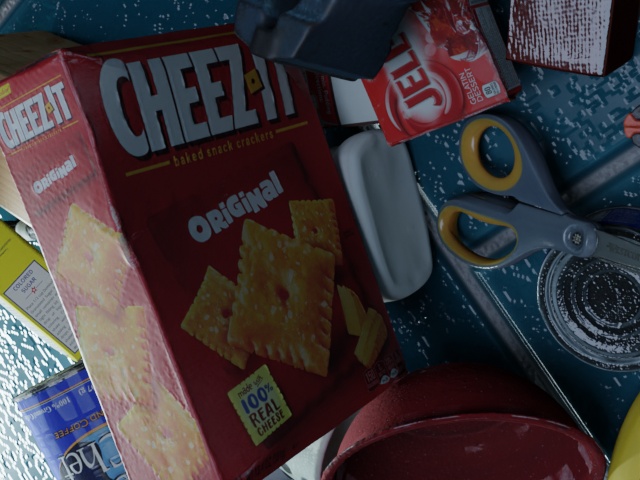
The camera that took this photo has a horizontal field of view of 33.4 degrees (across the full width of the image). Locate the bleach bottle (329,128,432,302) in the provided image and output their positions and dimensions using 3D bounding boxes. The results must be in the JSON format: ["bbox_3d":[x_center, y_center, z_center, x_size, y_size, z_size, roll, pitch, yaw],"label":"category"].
[{"bbox_3d":[-0.054,0.001,0.687,0.251,0.067,0.102,-9,100,37],"label":"bleach bottle"}]

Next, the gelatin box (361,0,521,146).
[{"bbox_3d":[0.054,-0.102,0.554,0.073,0.030,0.089,-19,95,32],"label":"gelatin box"}]

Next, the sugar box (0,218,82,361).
[{"bbox_3d":[-0.230,0.010,0.749,0.176,0.048,0.093,47,164,-17],"label":"sugar box"}]

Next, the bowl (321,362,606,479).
[{"bbox_3d":[0.079,0.117,0.618,0.162,0.055,0.162,-2,143,-1],"label":"bowl"}]

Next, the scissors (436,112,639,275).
[{"bbox_3d":[0.129,-0.021,0.545,0.202,0.016,0.096,3,96,56],"label":"scissors"}]

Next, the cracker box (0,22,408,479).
[{"bbox_3d":[-0.051,0.003,0.538,0.072,0.163,0.214,-17,94,39],"label":"cracker box"}]

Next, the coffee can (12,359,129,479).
[{"bbox_3d":[-0.144,0.151,0.772,0.103,0.102,0.140,-26,92,36],"label":"coffee can"}]

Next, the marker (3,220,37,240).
[{"bbox_3d":[-0.202,-0.010,0.802,0.121,0.020,0.020,-5,104,34],"label":"marker"}]
